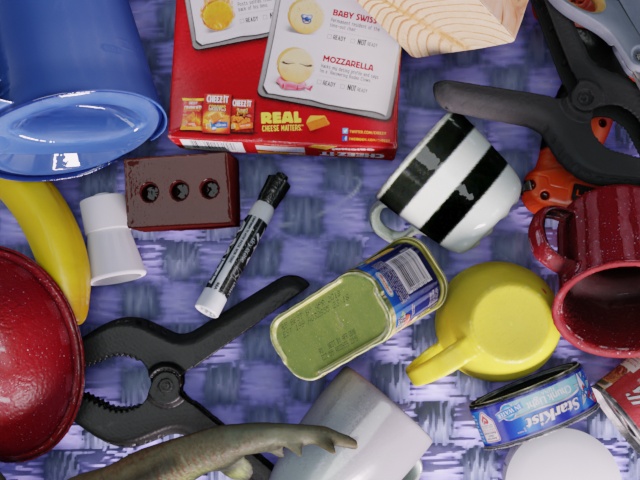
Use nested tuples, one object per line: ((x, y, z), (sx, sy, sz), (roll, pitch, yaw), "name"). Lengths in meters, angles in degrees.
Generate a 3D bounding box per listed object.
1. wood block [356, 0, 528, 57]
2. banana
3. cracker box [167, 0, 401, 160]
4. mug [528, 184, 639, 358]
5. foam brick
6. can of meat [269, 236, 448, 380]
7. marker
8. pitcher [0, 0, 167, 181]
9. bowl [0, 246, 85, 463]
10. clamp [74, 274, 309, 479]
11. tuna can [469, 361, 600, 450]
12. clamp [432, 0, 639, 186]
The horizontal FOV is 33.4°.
((0.104, -0.238, 0.727), (0.090, 0.090, 0.206), (37, 65, -37), "wood block")
((-0.222, -0.022, 0.787), (0.198, 0.037, 0.070), (40, 102, 21), "banana")
((-0.020, -0.170, 0.781), (0.164, 0.072, 0.214), (3, 85, 2), "cracker box")
((0.188, 0.013, 0.703), (0.117, 0.093, 0.081), (22, 44, -12), "mug")
((-0.100, -0.034, 0.786), (0.078, 0.051, 0.053), (-4, 86, 2), "foam brick")
((0.026, 0.048, 0.737), (0.102, 0.083, 0.057), (-34, 85, 33), "can of meat")
((-0.055, 0.001, 0.781), (0.020, 0.020, 0.121), (26, 70, 4), "marker")
((-0.204, -0.174, 0.741), (0.144, 0.149, 0.243), (-12, 73, -15), "pitcher")
((-0.246, 0.086, 0.753), (0.162, 0.055, 0.162), (4, 98, 26), "bowl")
((-0.106, 0.095, 0.785), (0.210, 0.036, 0.164), (9, 86, 0), "clamp")
((0.148, 0.115, 0.746), (0.086, 0.086, 0.034), (-22, 84, 1), "tuna can")
((0.164, -0.088, 0.725), (0.120, 0.039, 0.171), (-40, 78, -4), "clamp")
